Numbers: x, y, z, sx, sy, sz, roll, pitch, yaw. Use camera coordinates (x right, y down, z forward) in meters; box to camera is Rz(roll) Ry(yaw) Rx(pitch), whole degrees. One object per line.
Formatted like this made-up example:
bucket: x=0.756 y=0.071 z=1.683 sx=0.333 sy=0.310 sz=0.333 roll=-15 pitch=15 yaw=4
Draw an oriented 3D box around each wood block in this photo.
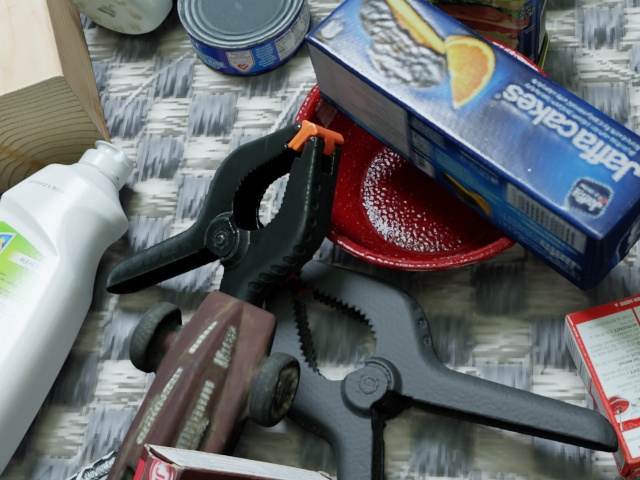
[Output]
wood block: x=-0.214 y=-0.146 z=0.710 sx=0.090 sy=0.091 sz=0.206 roll=-19 pitch=61 yaw=0

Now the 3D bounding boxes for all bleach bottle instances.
bleach bottle: x=-0.181 y=0.048 z=0.617 sx=0.103 sy=0.068 sz=0.250 roll=23 pitch=66 yaw=20

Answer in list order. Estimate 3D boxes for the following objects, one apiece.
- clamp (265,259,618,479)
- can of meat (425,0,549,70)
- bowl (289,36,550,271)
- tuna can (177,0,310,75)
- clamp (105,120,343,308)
clamp: x=0.042 y=0.080 z=0.569 sx=0.164 sy=0.036 sz=0.210 roll=-32 pitch=59 yaw=2
can of meat: x=0.090 y=-0.145 z=0.659 sx=0.102 sy=0.084 sz=0.057 roll=12 pitch=64 yaw=16
bowl: x=0.064 y=-0.043 z=0.624 sx=0.162 sy=0.055 sz=0.162 roll=-4 pitch=61 yaw=8
tuna can: x=-0.050 y=-0.154 z=0.717 sx=0.086 sy=0.034 sz=0.086 roll=-4 pitch=61 yaw=8
clamp: x=-0.054 y=0.001 z=0.599 sx=0.120 sy=0.039 sz=0.171 roll=36 pitch=101 yaw=26
